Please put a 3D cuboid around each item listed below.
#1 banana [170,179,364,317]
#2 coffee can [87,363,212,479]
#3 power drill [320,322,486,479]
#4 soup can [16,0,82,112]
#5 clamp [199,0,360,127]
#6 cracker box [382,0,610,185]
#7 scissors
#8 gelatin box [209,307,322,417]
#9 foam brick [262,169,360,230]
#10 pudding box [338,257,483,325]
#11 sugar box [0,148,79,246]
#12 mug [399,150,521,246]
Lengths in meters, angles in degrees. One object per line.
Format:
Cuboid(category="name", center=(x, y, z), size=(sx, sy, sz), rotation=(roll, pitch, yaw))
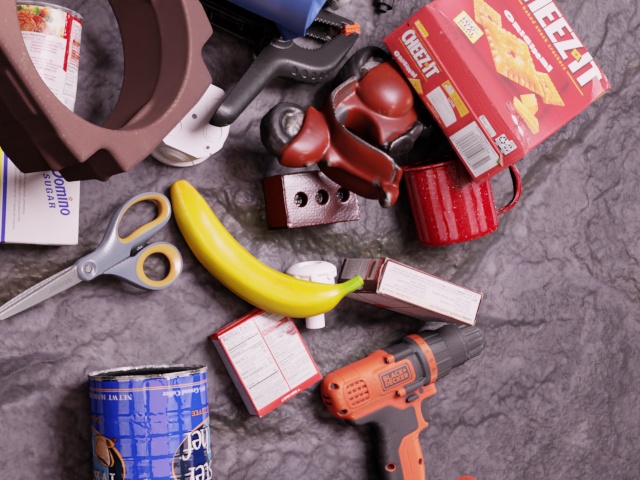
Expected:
Cuboid(category="banana", center=(-0.062, 0.019, 0.976), size=(0.198, 0.037, 0.069), rotation=(29, 80, -1))
Cuboid(category="coffee can", center=(-0.144, 0.180, 0.912), size=(0.102, 0.103, 0.140), rotation=(-2, 88, -25))
Cuboid(category="power drill", center=(0.106, 0.186, 1.053), size=(0.184, 0.057, 0.187), rotation=(-20, 93, -20))
Cuboid(category="soup can", center=(-0.240, -0.143, 0.902), size=(0.068, 0.069, 0.102), rotation=(7, 85, -24))
Cuboid(category="clamp", center=(-0.054, -0.192, 0.989), size=(0.209, 0.036, 0.164), rotation=(-20, 72, -39))
Cuboid(category="cracker box", center=(0.178, -0.171, 1.036), size=(0.213, 0.072, 0.164), rotation=(-35, 91, -46))
Cuboid(category="scissors", center=(-0.186, 0.036, 0.914), size=(0.201, 0.016, 0.096), rotation=(-50, 121, -38))
Cuboid(category="gelatin box", center=(-0.051, 0.109, 0.998), size=(0.073, 0.030, 0.089), rotation=(-30, 98, -22))
Cuboid(category="foam brick", center=(-0.009, -0.039, 1.012), size=(0.078, 0.051, 0.053), rotation=(-9, 92, -25))
Cuboid(category="pudding box", center=(0.085, 0.049, 1.030), size=(0.113, 0.090, 0.039), rotation=(18, 81, -23))
Cuboid(category="sugar box", center=(-0.291, -0.044, 0.887), size=(0.175, 0.048, 0.093), rotation=(3, 87, -28))
Cuboid(category="mug", center=(0.141, -0.045, 1.056), size=(0.117, 0.093, 0.081), rotation=(-13, 99, 1))
